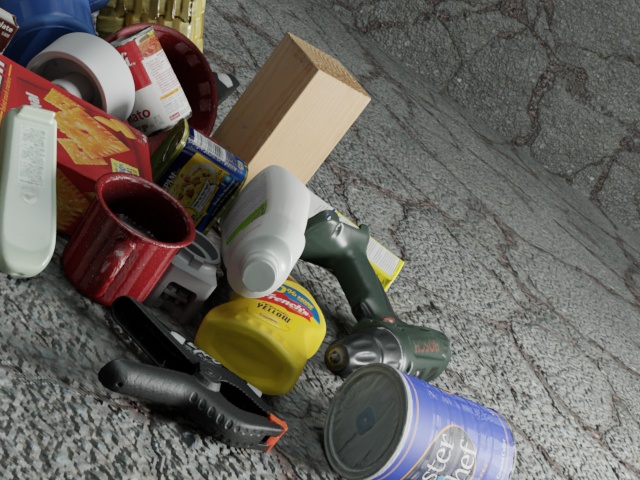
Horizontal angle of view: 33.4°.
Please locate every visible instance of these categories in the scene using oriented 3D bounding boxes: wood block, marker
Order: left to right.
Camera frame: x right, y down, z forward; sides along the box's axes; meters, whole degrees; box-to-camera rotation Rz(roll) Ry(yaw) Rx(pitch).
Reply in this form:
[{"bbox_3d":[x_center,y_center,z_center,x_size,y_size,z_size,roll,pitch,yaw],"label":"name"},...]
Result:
[{"bbox_3d":[-0.103,0.101,0.894,0.121,0.020,0.020,36,18,-6],"label":"marker"},{"bbox_3d":[-0.051,-0.121,1.227,0.090,0.206,0.090,21,25,-43],"label":"wood block"}]

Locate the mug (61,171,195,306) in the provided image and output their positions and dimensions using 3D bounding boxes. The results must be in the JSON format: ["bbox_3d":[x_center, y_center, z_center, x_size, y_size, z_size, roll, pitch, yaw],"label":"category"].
[{"bbox_3d":[-0.166,0.008,0.888,0.093,0.082,0.117,31,26,-12],"label":"mug"}]

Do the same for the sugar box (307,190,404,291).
[{"bbox_3d":[0.018,0.000,1.330,0.176,0.048,0.093,35,18,3],"label":"sugar box"}]

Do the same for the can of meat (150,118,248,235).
[{"bbox_3d":[-0.134,-0.060,1.092,0.083,0.102,0.057,33,19,-23],"label":"can of meat"}]

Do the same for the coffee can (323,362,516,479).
[{"bbox_3d":[0.088,0.177,0.940,0.140,0.103,0.103,26,22,-34],"label":"coffee can"}]

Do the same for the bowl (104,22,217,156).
[{"bbox_3d":[-0.197,-0.159,1.193,0.161,0.162,0.055,27,-15,-32],"label":"bowl"}]

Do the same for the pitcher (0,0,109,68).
[{"bbox_3d":[-0.316,-0.294,1.193,0.145,0.149,0.243,54,14,-60],"label":"pitcher"}]

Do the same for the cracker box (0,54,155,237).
[{"bbox_3d":[-0.258,-0.090,0.973,0.213,0.072,0.164,29,21,-25],"label":"cracker box"}]

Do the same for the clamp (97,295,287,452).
[{"bbox_3d":[-0.103,0.108,0.845,0.171,0.039,0.120,35,22,-28],"label":"clamp"}]

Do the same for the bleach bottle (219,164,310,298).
[{"bbox_3d":[-0.057,0.001,1.002,0.068,0.103,0.251,39,13,-10],"label":"bleach bottle"}]

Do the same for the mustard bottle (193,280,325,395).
[{"bbox_3d":[-0.045,0.078,0.995,0.096,0.058,0.191,26,17,5],"label":"mustard bottle"}]

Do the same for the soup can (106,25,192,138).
[{"bbox_3d":[-0.186,-0.166,1.125,0.068,0.068,0.102,-81,148,-70],"label":"soup can"}]
